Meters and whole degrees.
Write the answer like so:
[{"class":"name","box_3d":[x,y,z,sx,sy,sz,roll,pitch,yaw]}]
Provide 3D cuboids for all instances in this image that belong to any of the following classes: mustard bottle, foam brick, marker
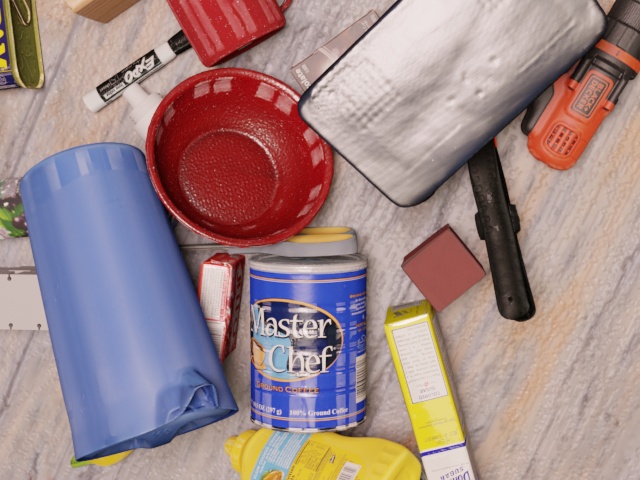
[{"class":"mustard bottle","box_3d":[-0.012,0.201,0.919,0.192,0.058,0.096,10,64,41]},{"class":"foam brick","box_3d":[0.105,0.022,0.911,0.053,0.078,0.051,-38,89,8]},{"class":"marker","box_3d":[-0.159,-0.154,0.953,0.121,0.020,0.020,-32,92,9]}]

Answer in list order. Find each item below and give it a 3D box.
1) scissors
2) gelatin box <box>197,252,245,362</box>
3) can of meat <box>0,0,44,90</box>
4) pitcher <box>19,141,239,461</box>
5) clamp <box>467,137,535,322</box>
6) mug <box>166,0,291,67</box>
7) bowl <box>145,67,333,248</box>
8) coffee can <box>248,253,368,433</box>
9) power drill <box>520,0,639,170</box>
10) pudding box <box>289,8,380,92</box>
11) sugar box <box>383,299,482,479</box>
[{"class":"scissors","box_3d":[-0.056,0.001,0.937,0.202,0.096,0.016,1,99,24]},{"class":"gelatin box","box_3d":[-0.088,0.058,0.940,0.030,0.073,0.089,7,96,4]},{"class":"can of meat","box_3d":[-0.300,-0.181,0.948,0.084,0.057,0.102,-5,95,10]},{"class":"pitcher","box_3d":[-0.169,0.053,0.874,0.149,0.145,0.243,-19,78,5]},{"class":"clamp","box_3d":[0.148,-0.009,0.886,0.039,0.120,0.171,-16,90,7]},{"class":"mug","box_3d":[-0.073,-0.205,0.911,0.117,0.093,0.081,-32,98,-28]},{"class":"bowl","box_3d":[-0.073,-0.064,0.914,0.162,0.055,0.162,5,72,-16]},{"class":"coffee can","box_3d":[-0.010,0.084,0.918,0.103,0.102,0.140,1,96,6]},{"class":"power drill","box_3d":[0.178,-0.177,0.892,0.187,0.057,0.184,31,98,3]},{"class":"pudding box","box_3d":[0.042,-0.128,0.922,0.090,0.039,0.113,-35,91,9]},{"class":"sugar box","box_3d":[0.098,0.143,0.917,0.048,0.093,0.176,-13,94,8]}]
